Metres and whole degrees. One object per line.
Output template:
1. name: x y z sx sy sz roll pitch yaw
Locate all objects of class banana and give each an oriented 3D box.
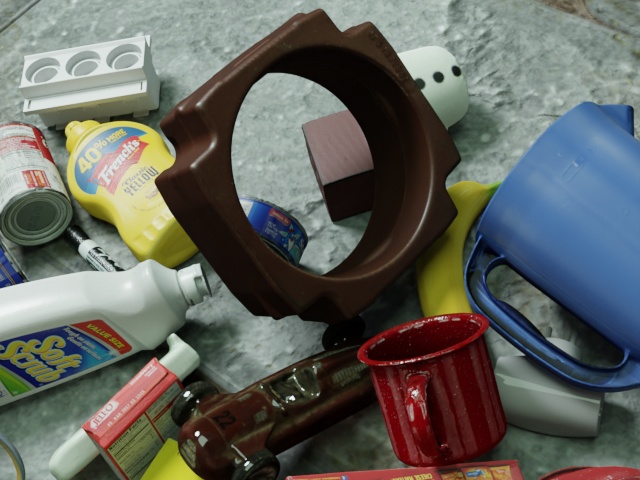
1. banana: 0.110 0.019 0.857 0.070 0.037 0.197 3 55 15

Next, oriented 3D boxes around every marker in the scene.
1. marker: -0.188 0.022 0.934 0.020 0.020 0.121 -40 55 -18

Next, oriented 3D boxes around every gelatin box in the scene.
1. gelatin box: -0.129 0.138 0.788 0.030 0.089 0.073 34 67 30

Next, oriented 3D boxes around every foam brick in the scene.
1. foam brick: 0.020 -0.067 0.932 0.051 0.053 0.078 -18 52 -1

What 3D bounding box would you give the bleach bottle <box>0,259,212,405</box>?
1. bleach bottle: -0.212 0.067 0.852 0.251 0.102 0.068 -19 43 -1

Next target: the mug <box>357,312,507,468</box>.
1. mug: 0.078 0.107 0.726 0.093 0.081 0.117 -14 10 14

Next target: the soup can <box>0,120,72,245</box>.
1. soup can: -0.272 -0.053 0.976 0.068 0.068 0.102 -26 51 -7

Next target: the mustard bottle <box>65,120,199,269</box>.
1. mustard bottle: -0.172 -0.056 0.964 0.096 0.058 0.192 -43 56 -13

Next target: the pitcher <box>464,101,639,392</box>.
1. pitcher: 0.229 0.032 0.739 0.243 0.149 0.144 42 38 20

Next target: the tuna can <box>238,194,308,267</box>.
1. tuna can: -0.056 0.001 0.878 0.086 0.086 0.033 10 58 19
